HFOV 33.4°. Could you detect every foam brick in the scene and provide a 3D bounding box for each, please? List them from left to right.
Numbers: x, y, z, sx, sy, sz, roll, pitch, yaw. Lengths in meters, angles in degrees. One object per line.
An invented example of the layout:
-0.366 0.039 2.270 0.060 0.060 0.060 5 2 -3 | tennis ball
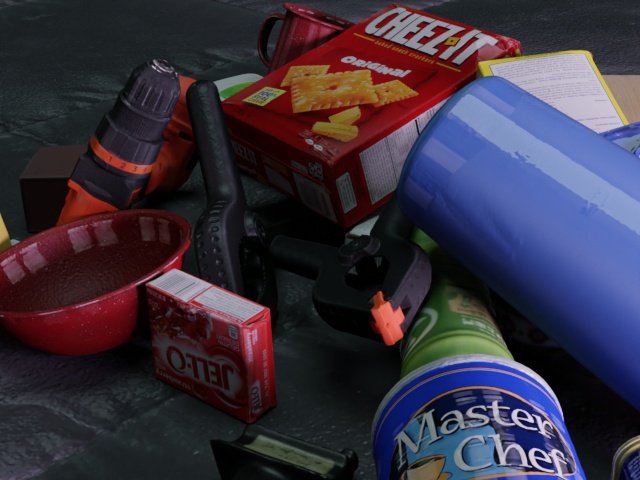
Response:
-0.228 -0.047 0.942 0.053 0.051 0.078 -1 26 3 | foam brick

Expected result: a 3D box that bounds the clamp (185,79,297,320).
-0.055 0.001 0.792 0.036 0.164 0.210 -20 46 16 | clamp

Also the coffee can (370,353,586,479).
0.079 0.134 0.505 0.103 0.103 0.140 -2 27 -1 | coffee can

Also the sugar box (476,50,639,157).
0.181 -0.069 0.789 0.093 0.048 0.176 -8 49 -4 | sugar box

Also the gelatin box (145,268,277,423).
-0.070 0.067 0.681 0.089 0.073 0.030 20 35 35 | gelatin box

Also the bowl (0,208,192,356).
-0.162 0.035 0.753 0.162 0.055 0.162 -11 23 4 | bowl

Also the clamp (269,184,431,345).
0.037 0.010 0.708 0.120 0.039 0.171 -34 28 -2 | clamp

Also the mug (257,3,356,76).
-0.014 -0.178 1.027 0.117 0.081 0.093 27 19 25 | mug

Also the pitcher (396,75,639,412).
0.175 -0.002 0.642 0.243 0.145 0.149 39 35 21 | pitcher

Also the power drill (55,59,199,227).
-0.143 -0.082 0.888 0.057 0.185 0.187 34 24 2 | power drill

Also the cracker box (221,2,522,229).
0.043 -0.116 0.905 0.213 0.072 0.164 -34 40 -23 | cracker box
